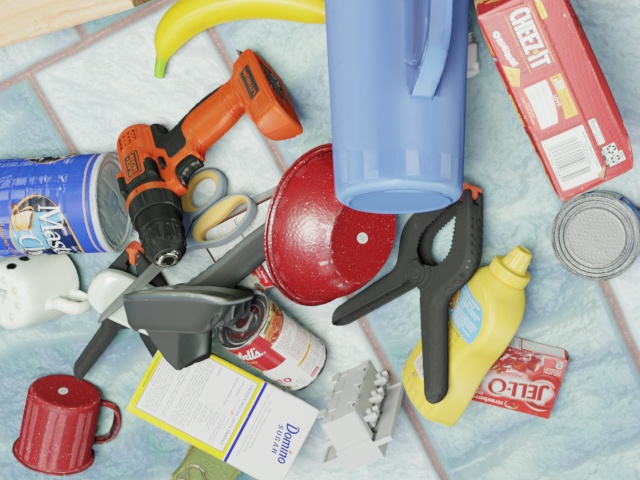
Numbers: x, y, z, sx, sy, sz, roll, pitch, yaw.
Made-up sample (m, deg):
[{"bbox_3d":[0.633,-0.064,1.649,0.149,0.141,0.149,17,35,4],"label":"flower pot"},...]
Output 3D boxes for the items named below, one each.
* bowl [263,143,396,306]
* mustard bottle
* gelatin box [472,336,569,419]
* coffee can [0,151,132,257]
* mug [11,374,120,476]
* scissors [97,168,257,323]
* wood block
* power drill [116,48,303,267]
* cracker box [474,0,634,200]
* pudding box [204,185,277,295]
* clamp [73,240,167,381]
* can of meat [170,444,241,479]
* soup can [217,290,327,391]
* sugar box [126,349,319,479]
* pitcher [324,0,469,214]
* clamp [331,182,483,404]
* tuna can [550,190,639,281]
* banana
[{"bbox_3d":[0.022,-0.009,1.016,0.055,0.161,0.162,16,119,43],"label":"bowl"},{"bbox_3d":[0.153,0.086,1.067,0.058,0.096,0.192,20,114,-21],"label":"mustard bottle"},{"bbox_3d":[0.206,0.141,1.115,0.089,0.030,0.073,15,113,4],"label":"gelatin box"},{"bbox_3d":[-0.274,-0.035,1.088,0.140,0.102,0.103,-3,111,11],"label":"coffee can"},{"bbox_3d":[-0.281,0.204,1.199,0.117,0.093,0.081,5,110,-26],"label":"mug"},{"bbox_3d":[-0.157,-0.002,1.089,0.202,0.016,0.096,-29,60,12],"label":"scissors"},{"bbox_3d":[-0.269,-0.242,1.012,0.206,0.090,0.090,-13,108,14],"label":"wood block"},{"bbox_3d":[-0.110,-0.082,1.014,0.188,0.184,0.057,-34,138,13],"label":"power drill"},{"bbox_3d":[0.193,-0.148,0.904,0.072,0.213,0.164,-24,106,15],"label":"cracker box"},{"bbox_3d":[-0.057,0.001,1.101,0.114,0.039,0.090,-25,103,16],"label":"pudding box"},{"bbox_3d":[-0.196,0.088,1.159,0.120,0.039,0.171,12,111,-10],"label":"clamp"},{"bbox_3d":[-0.112,0.229,1.175,0.057,0.084,0.102,35,113,-5],"label":"can of meat"},{"bbox_3d":[-0.049,0.105,1.105,0.069,0.068,0.102,-33,130,20],"label":"soup can"},{"bbox_3d":[-0.099,0.173,1.095,0.176,0.048,0.093,29,85,-7],"label":"sugar box"},{"bbox_3d":[0.068,-0.152,0.904,0.145,0.149,0.243,-5,79,28],"label":"pitcher"},{"bbox_3d":[0.108,0.044,1.054,0.165,0.036,0.210,44,111,38],"label":"clamp"},{"bbox_3d":[0.269,-0.005,1.032,0.086,0.033,0.086,4,101,24],"label":"tuna can"},{"bbox_3d":[-0.082,-0.216,1.023,0.198,0.037,0.069,-14,126,16],"label":"banana"}]
